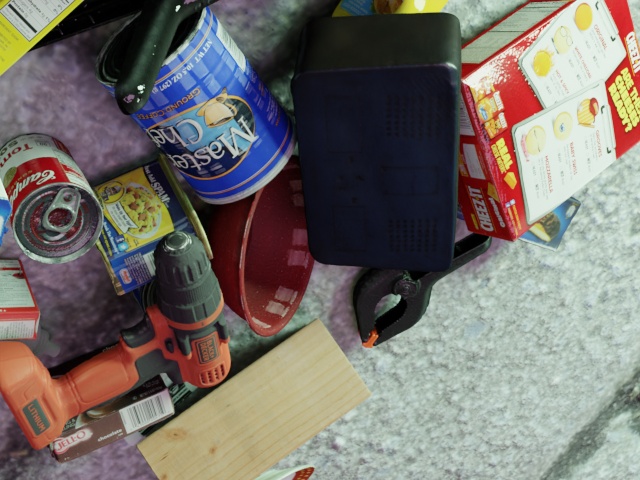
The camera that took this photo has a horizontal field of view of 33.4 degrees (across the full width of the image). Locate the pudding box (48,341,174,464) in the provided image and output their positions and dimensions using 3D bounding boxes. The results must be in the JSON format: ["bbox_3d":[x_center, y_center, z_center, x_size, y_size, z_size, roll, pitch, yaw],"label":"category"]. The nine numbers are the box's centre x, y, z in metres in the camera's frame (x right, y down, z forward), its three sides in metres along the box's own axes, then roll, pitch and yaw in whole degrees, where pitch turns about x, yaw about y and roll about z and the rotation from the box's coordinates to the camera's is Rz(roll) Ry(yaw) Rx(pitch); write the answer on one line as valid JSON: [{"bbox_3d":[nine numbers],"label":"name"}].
[{"bbox_3d":[-0.199,0.141,0.958,0.113,0.090,0.039,-21,128,-17],"label":"pudding box"}]

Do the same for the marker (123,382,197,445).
[{"bbox_3d":[-0.144,0.153,1.039,0.121,0.020,0.020,-42,128,0],"label":"marker"}]

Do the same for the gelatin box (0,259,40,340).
[{"bbox_3d":[-0.273,0.048,0.865,0.073,0.089,0.030,0,119,-27],"label":"gelatin box"}]

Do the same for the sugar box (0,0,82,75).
[{"bbox_3d":[-0.209,-0.183,0.762,0.176,0.093,0.048,-45,128,1],"label":"sugar box"}]

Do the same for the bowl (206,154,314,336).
[{"bbox_3d":[-0.056,0.001,0.943,0.162,0.055,0.162,10,90,-68],"label":"bowl"}]

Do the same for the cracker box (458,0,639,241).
[{"bbox_3d":[0.202,-0.125,0.976,0.213,0.072,0.164,-36,118,-25],"label":"cracker box"}]

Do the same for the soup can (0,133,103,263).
[{"bbox_3d":[-0.216,-0.035,0.838,0.068,0.102,0.068,-13,123,-21],"label":"soup can"}]

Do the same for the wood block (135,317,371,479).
[{"bbox_3d":[-0.062,0.170,1.026,0.206,0.091,0.090,-35,86,-5],"label":"wood block"}]

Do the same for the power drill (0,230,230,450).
[{"bbox_3d":[-0.164,0.083,0.854,0.187,0.057,0.184,-21,141,-13],"label":"power drill"}]

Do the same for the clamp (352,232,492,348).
[{"bbox_3d":[0.093,0.037,1.069,0.120,0.039,0.172,16,120,-10],"label":"clamp"}]

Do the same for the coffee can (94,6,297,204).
[{"bbox_3d":[-0.097,-0.112,0.854,0.103,0.103,0.140,-40,128,-2],"label":"coffee can"}]

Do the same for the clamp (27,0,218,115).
[{"bbox_3d":[-0.129,-0.187,0.799,0.209,0.165,0.036,-51,143,-22],"label":"clamp"}]

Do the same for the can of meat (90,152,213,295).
[{"bbox_3d":[-0.148,-0.013,0.886,0.084,0.102,0.057,-25,144,-10],"label":"can of meat"}]
